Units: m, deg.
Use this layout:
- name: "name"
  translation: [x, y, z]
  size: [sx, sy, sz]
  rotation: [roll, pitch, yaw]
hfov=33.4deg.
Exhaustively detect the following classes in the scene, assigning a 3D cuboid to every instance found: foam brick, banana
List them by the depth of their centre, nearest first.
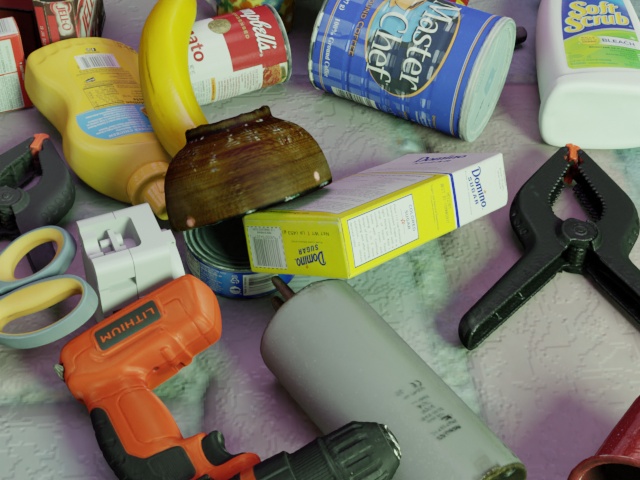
- name: "banana"
  translation: [-0.105, -0.119, 0.802]
  size: [0.069, 0.037, 0.198]
  rotation: [11, 50, -44]
- name: "foam brick"
  translation: [-0.264, -0.205, 0.941]
  size: [0.051, 0.053, 0.078]
  rotation: [6, 46, 3]

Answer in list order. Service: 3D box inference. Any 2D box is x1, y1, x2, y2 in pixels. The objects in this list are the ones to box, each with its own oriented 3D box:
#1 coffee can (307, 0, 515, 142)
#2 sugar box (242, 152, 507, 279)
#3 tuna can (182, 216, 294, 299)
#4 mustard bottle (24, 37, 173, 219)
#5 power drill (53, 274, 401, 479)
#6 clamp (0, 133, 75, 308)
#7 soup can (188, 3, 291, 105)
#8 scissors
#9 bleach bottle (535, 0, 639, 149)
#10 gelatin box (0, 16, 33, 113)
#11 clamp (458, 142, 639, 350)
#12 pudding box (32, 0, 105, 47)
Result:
- name: "coffee can"
  translation: [0.075, -0.151, 0.870]
  size: [0.140, 0.103, 0.102]
  rotation: [22, 49, 18]
- name: "sugar box"
  translation: [0.042, -0.020, 0.730]
  size: [0.094, 0.048, 0.175]
  rotation: [4, 17, 45]
- name: "tuna can"
  translation: [-0.055, 0.001, 0.765]
  size: [0.086, 0.034, 0.086]
  rotation: [1, 46, -1]
- name: "mustard bottle"
  translation: [-0.154, -0.083, 0.823]
  size: [0.096, 0.058, 0.192]
  rotation: [-9, 45, -32]
- name: "power drill"
  translation: [-0.066, 0.108, 0.615]
  size: [0.184, 0.057, 0.188]
  rotation: [-29, 48, -2]
- name: "clamp"
  translation: [-0.235, -0.016, 0.770]
  size: [0.120, 0.039, 0.171]
  rotation: [3, 40, -6]
- name: "soup can"
  translation: [-0.084, -0.153, 0.889]
  size: [0.102, 0.068, 0.068]
  rotation: [-18, 49, -18]
- name: "scissors"
  translation: [-0.234, 0.044, 0.682]
  size: [0.202, 0.016, 0.096]
  rotation: [-12, 51, 13]
- name: "bleach bottle"
  translation: [0.228, -0.182, 0.938]
  size: [0.102, 0.068, 0.251]
  rotation: [2, 44, -1]
- name: "gelatin box"
  translation: [-0.282, -0.135, 0.858]
  size: [0.089, 0.073, 0.030]
  rotation: [-15, 47, -15]
- name: "clamp"
  translation: [0.194, 0.010, 0.766]
  size: [0.164, 0.036, 0.209]
  rotation: [11, 46, 8]
- name: "pudding box"
  translation: [-0.212, -0.197, 0.910]
  size: [0.039, 0.090, 0.113]
  rotation: [-1, 46, -3]
